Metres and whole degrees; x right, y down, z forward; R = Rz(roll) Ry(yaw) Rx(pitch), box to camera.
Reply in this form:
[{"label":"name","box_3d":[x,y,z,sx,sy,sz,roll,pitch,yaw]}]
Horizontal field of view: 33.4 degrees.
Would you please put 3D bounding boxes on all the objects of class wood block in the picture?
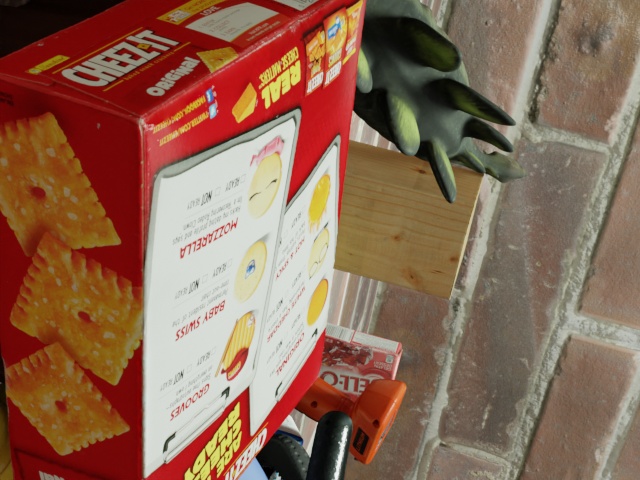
[{"label":"wood block","box_3d":[0.028,-0.031,0.932,0.090,0.206,0.090,-58,161,-63]}]

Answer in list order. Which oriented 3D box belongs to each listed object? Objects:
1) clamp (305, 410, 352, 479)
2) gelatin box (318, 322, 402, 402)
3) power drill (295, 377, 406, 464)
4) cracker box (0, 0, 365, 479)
[{"label":"clamp","box_3d":[0.001,0.216,0.728,0.120,0.039,0.171,60,42,-40]},{"label":"gelatin box","box_3d":[0.032,0.128,1.072,0.030,0.089,0.073,-60,163,-63]},{"label":"power drill","box_3d":[-0.016,0.120,0.986,0.057,0.188,0.184,-54,165,-29]},{"label":"cracker box","box_3d":[-0.054,0.008,0.433,0.164,0.072,0.214,-46,149,-51]}]
